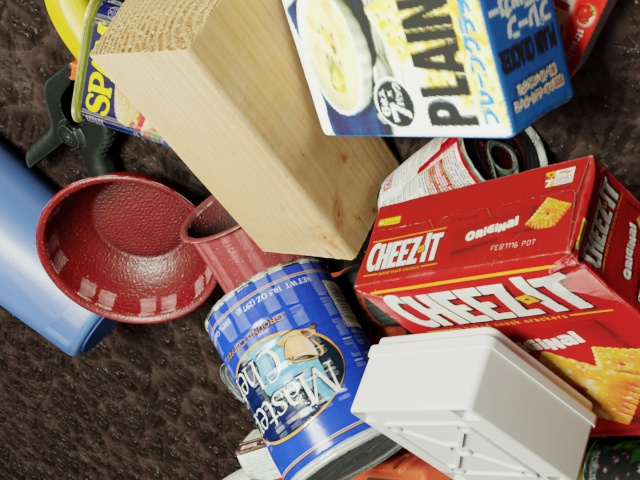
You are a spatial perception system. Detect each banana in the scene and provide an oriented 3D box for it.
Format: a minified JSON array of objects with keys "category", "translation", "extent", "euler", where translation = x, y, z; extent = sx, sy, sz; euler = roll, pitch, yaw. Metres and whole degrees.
[{"category":"banana","translation":[-0.162,-0.150,0.852],"extent":[0.198,0.037,0.070],"euler":[52,141,-8]}]

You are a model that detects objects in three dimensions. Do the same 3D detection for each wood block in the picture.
[{"category":"wood block","translation":[-0.041,-0.085,0.709],"extent":[0.091,0.090,0.206],"euler":[4,147,39]}]

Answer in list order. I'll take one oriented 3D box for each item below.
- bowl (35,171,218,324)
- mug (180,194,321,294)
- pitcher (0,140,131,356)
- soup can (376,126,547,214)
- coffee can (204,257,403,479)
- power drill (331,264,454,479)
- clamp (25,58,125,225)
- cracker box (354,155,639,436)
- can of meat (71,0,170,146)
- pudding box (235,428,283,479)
[{"category":"bowl","translation":[-0.163,-0.004,0.936],"extent":[0.162,0.055,0.162],"euler":[2,127,3]},{"category":"mug","translation":[-0.056,0.001,0.859],"extent":[0.081,0.093,0.117],"euler":[60,170,-24]},{"category":"pitcher","translation":[-0.293,0.000,1.039],"extent":[0.243,0.149,0.145],"euler":[39,119,3]},{"category":"soup can","translation":[0.091,-0.037,0.703],"extent":[0.068,0.068,0.102],"euler":[48,141,-3]},{"category":"coffee can","translation":[-0.008,0.098,0.766],"extent":[0.140,0.102,0.103],"euler":[60,146,21]},{"category":"power drill","translation":[0.059,0.106,0.817],"extent":[0.185,0.057,0.187],"euler":[-13,90,56]},{"category":"clamp","translation":[-0.219,-0.099,0.946],"extent":[0.120,0.039,0.171],"euler":[23,133,17]},{"category":"cracker box","translation":[0.153,0.049,0.662],"extent":[0.213,0.072,0.165],"euler":[37,148,-31]},{"category":"can of meat","translation":[-0.132,-0.127,0.802],"extent":[0.084,0.057,0.102],"euler":[18,113,8]},{"category":"pudding box","translation":[-0.007,0.204,0.898],"extent":[0.090,0.039,0.113],"euler":[-23,105,31]}]
